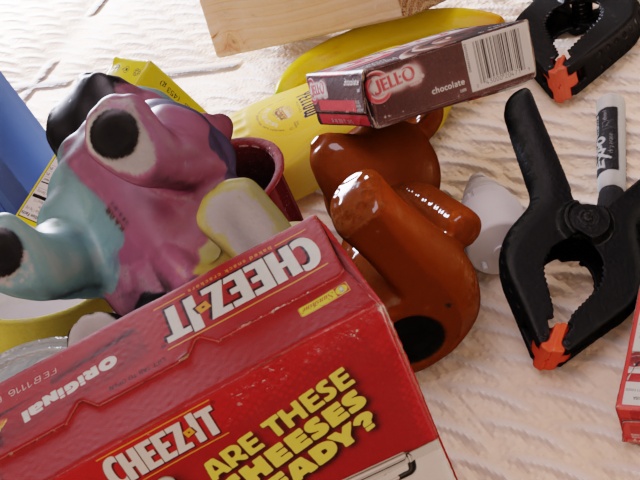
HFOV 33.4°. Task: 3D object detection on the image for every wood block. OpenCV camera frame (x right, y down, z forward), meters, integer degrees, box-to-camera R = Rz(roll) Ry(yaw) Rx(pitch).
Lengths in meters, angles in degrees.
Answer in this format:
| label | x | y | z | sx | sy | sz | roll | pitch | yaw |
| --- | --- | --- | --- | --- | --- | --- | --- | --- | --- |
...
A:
| label | x | y | z | sx | sy | sz | roll | pitch | yaw |
| --- | --- | --- | --- | --- | --- | --- | --- | --- | --- |
| wood block | 0.001 | -0.215 | 0.858 | 0.207 | 0.091 | 0.090 | -2 | 22 | 44 |

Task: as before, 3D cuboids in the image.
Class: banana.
| label | x | y | z | sx | sy | sz | roll | pitch | yaw |
| --- | --- | --- | --- | --- | --- | --- | --- | --- | --- |
| banana | 0.045 | -0.145 | 0.842 | 0.198 | 0.037 | 0.069 | -22 | 45 | 4 |

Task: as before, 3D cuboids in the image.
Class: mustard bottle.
| label | x | y | z | sx | sy | sz | roll | pitch | yaw |
| --- | --- | --- | --- | --- | --- | --- | --- | --- | --- |
| mustard bottle | 0.031 | -0.093 | 0.768 | 0.191 | 0.058 | 0.096 | -23 | 37 | 2 |

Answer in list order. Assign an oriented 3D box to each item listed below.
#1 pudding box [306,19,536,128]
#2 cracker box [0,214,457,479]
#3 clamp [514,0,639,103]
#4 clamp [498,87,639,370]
| label | x | y | z | sx | sy | sz | roll | pitch | yaw |
| --- | --- | --- | --- | --- | --- | --- | --- | --- | --- |
| pudding box | 0.059 | -0.100 | 0.644 | 0.113 | 0.039 | 0.090 | -18 | 14 | -18 |
| cracker box | -0.026 | 0.117 | 0.419 | 0.164 | 0.213 | 0.072 | -28 | 37 | -5 |
| clamp | 0.187 | -0.178 | 0.799 | 0.165 | 0.036 | 0.209 | 4 | 46 | 32 |
| clamp | 0.155 | -0.007 | 0.592 | 0.120 | 0.039 | 0.171 | 5 | 64 | 12 |
